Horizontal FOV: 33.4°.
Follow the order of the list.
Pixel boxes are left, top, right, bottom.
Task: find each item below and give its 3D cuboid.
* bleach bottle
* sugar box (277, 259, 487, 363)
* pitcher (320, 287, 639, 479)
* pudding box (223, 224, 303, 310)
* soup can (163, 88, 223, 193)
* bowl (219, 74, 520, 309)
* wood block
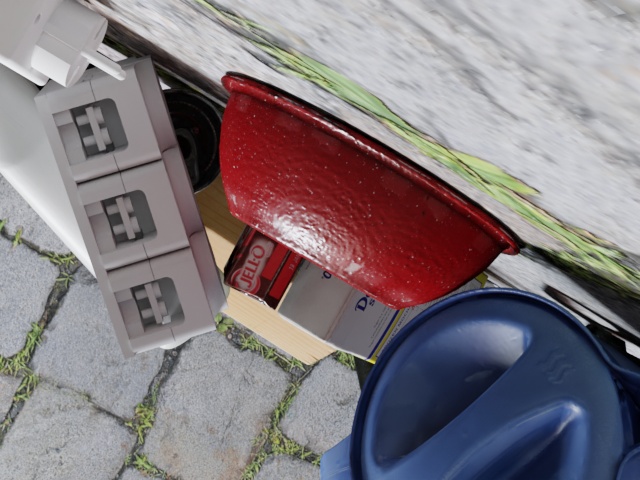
[{"bbox_3d":[-0.164,-0.040,0.678,0.250,0.068,0.103,51,173,-33],"label":"bleach bottle"},{"bbox_3d":[0.046,0.033,0.687,0.048,0.093,0.176,29,178,32],"label":"sugar box"},{"bbox_3d":[0.126,0.122,0.537,0.242,0.145,0.149,28,-175,-46],"label":"pitcher"},{"bbox_3d":[-0.023,-0.009,0.645,0.039,0.090,0.113,30,179,-4],"label":"pudding box"},{"bbox_3d":[-0.098,-0.065,0.714,0.068,0.068,0.102,31,179,-10],"label":"soup can"},{"bbox_3d":[0.010,-0.013,0.503,0.162,0.055,0.162,30,178,1],"label":"bowl"},{"bbox_3d":[-0.056,0.001,0.853,0.206,0.090,0.091,34,140,-19],"label":"wood block"}]
